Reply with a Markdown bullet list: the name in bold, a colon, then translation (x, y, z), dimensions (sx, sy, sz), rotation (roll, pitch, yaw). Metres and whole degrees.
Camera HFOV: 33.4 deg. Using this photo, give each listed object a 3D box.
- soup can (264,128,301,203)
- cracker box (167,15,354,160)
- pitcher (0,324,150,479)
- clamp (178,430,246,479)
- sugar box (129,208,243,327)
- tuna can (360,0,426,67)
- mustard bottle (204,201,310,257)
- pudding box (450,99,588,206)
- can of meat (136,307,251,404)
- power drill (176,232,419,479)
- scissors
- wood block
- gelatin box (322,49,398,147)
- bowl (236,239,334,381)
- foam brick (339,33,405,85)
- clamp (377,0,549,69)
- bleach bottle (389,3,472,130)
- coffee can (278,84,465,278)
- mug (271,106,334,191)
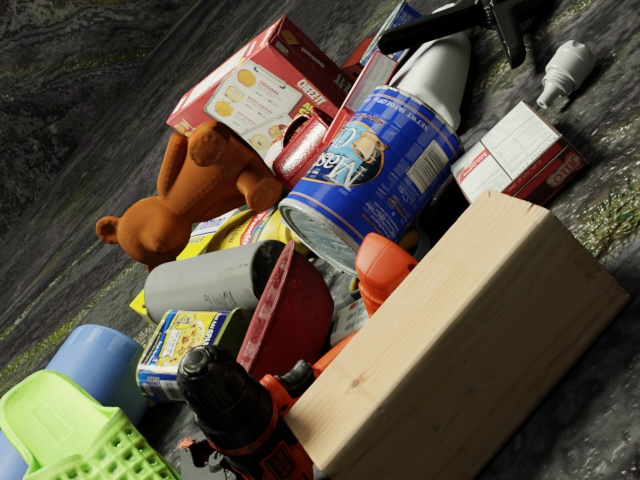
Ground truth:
- **soup can**: translation (-0.039, -0.078, 1.272), dimensions (0.069, 0.068, 0.102), rotation (-33, 25, 36)
- **cracker box**: translation (-0.062, -0.160, 1.334), dimensions (0.214, 0.164, 0.072), rotation (-29, 28, 42)
- **pitcher**: translation (-0.264, 0.213, 1.087), dimensions (0.149, 0.145, 0.242), rotation (-3, 46, 37)
- **clamp**: translation (-0.063, 0.178, 0.877), dimensions (0.120, 0.039, 0.172), rotation (-46, 25, -15)
- **sugar box**: translation (-0.161, 0.032, 1.349), dimensions (0.176, 0.048, 0.093), rotation (-53, 20, -11)
- **tuna can**: translation (0.080, -0.221, 1.176), dimensions (0.086, 0.033, 0.086), rotation (-55, 7, 10)
- **mustard bottle**: translation (-0.058, 0.001, 1.174), dimensions (0.192, 0.058, 0.096), rotation (-11, 40, 58)
- **pudding box**: translation (0.158, -0.060, 0.870), dimensions (0.090, 0.039, 0.113), rotation (-43, 22, 12)
- **can of meat**: translation (-0.122, 0.114, 1.045), dimensions (0.084, 0.057, 0.102), rotation (-1, 44, 27)
- **power drill**: translation (-0.004, 0.083, 0.749), dimensions (0.187, 0.184, 0.057), rotation (-42, 51, -14)
- **scissors**: translation (0.092, -0.025, 0.974), dimensions (0.201, 0.016, 0.096), rotation (-55, 23, -22)
- **wood block**: translation (0.084, 0.076, 0.685), dimensions (0.206, 0.090, 0.091), rotation (-48, 20, -2)
- **gelatin box**: translation (0.041, -0.141, 1.099), dimensions (0.089, 0.030, 0.073), rotation (-62, 3, -29)
- **bowl**: translation (-0.030, 0.083, 0.916), dimensions (0.162, 0.055, 0.162), rotation (-158, 91, -84)
- **foam brick**: translation (0.072, -0.196, 1.250), dimensions (0.051, 0.078, 0.053), rotation (-53, 18, -14)
- **clamp**: translation (0.182, -0.234, 1.098), dimensions (0.165, 0.036, 0.209), rotation (21, 47, 40)
- **bleach bottle**: translation (0.124, -0.189, 1.153), dimensions (0.103, 0.068, 0.250), rotation (-36, 20, 40)
- **coffee can**: translation (0.045, -0.051, 0.940), dimensions (0.140, 0.102, 0.103), rotation (-51, 20, -13)
- **mug**: translation (-0.006, -0.094, 1.182), dimensions (0.081, 0.093, 0.117), rotation (-48, 55, 12)
